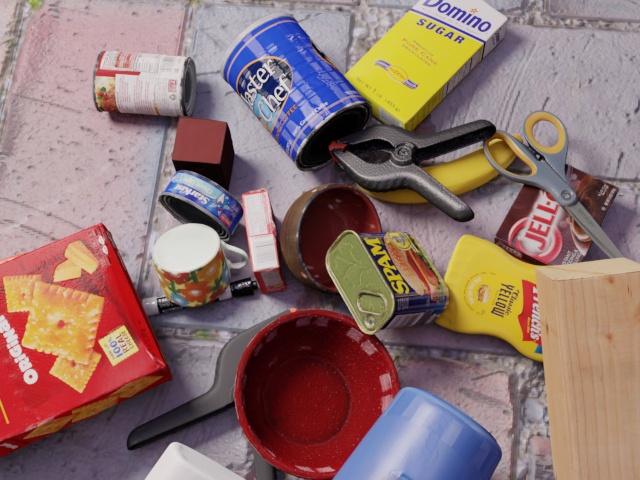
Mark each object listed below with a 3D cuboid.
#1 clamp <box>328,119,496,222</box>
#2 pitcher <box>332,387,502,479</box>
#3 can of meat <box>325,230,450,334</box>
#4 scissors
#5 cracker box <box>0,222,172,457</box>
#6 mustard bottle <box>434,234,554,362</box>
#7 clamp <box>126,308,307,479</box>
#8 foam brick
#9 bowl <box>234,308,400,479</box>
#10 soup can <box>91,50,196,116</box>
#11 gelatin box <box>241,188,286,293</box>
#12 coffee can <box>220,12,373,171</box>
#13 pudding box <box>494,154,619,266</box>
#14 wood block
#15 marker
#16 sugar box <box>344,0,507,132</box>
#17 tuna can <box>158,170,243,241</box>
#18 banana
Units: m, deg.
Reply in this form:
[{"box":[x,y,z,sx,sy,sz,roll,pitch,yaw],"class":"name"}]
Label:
[{"box":[0.097,-0.089,1.105,0.172,0.039,0.120,18,59,19],"class":"clamp"},{"box":[0.052,0.250,0.918,0.145,0.149,0.242,42,76,-29],"class":"pitcher"},{"box":[0.067,0.039,1.047,0.083,0.058,0.102,-3,52,-41],"class":"can of meat"},{"box":[0.258,-0.061,1.091,0.202,0.016,0.096,38,78,20],"class":"scissors"},{"box":[-0.272,0.099,1.023,0.213,0.072,0.164,-23,73,-9],"class":"cracker box"},{"box":[0.215,0.069,1.062,0.192,0.058,0.096,20,96,9],"class":"mustard bottle"},{"box":[-0.084,0.157,1.062,0.164,0.036,0.210,22,72,3],"class":"clamp"},{"box":[-0.123,-0.090,1.138,0.053,0.078,0.051,7,69,6],"class":"foam brick"},{"box":[-0.007,0.150,1.027,0.162,0.055,0.162,3,73,-12],"class":"bowl"},{"box":[-0.193,-0.173,1.178,0.102,0.068,0.068,4,70,5],"class":"soup can"},{"box":[-0.057,0.001,1.102,0.030,0.073,0.089,-10,69,1],"class":"gelatin box"},{"box":[-0.026,-0.159,1.144,0.102,0.103,0.140,-36,72,-10],"class":"coffee can"},{"box":[0.244,-0.022,1.109,0.090,0.039,0.113,27,73,14],"class":"pudding box"},{"box":[0.258,0.127,0.982,0.090,0.091,0.206,-7,96,1],"class":"wood block"},{"box":[-0.125,0.058,1.113,0.121,0.020,0.020,-12,69,-1],"class":"marker"},{"box":[0.117,-0.205,1.182,0.093,0.048,0.176,39,78,16],"class":"sugar box"},{"box":[-0.124,-0.036,1.113,0.086,0.086,0.033,26,72,12],"class":"tuna can"},{"box":[0.121,-0.074,1.137,0.198,0.037,0.069,-6,71,2],"class":"banana"}]
